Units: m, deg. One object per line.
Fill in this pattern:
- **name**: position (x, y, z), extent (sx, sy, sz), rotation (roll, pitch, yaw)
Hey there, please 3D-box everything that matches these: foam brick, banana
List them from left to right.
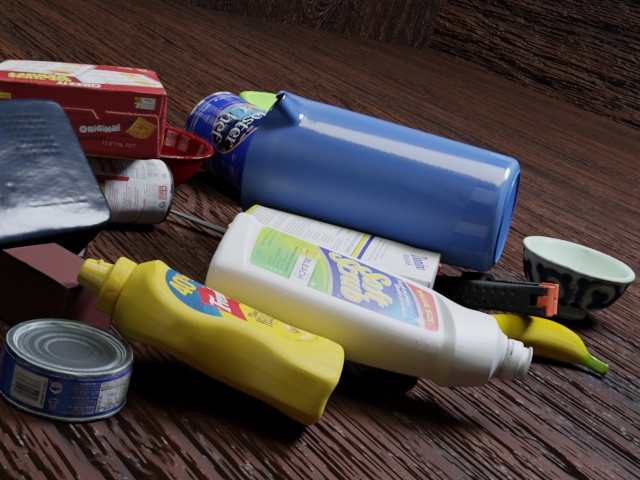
- **foam brick**: position (-0.194, 0.040, 0.784), extent (0.078, 0.053, 0.051), rotation (26, 19, 32)
- **banana**: position (0.172, 0.091, 0.964), extent (0.197, 0.037, 0.070), rotation (5, 16, -30)

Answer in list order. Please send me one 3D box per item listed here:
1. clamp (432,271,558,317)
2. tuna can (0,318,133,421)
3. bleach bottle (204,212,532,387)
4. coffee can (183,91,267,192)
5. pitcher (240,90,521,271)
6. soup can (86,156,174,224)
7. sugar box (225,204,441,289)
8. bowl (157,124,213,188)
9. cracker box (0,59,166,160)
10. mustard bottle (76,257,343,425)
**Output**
- **clamp**: position (0.152, 0.048, 1.010), extent (0.164, 0.036, 0.210), rotation (3, 1, -39)
- **tuna can**: position (-0.167, 0.083, 0.699), extent (0.086, 0.034, 0.086), rotation (14, 16, -4)
- **bleach bottle**: position (0.039, 0.055, 0.829), extent (0.251, 0.068, 0.102), rotation (17, 28, 3)
- **coffee can**: position (-0.085, -0.110, 1.288), extent (0.102, 0.103, 0.140), rotation (-1, 23, -44)
- **pitcher**: position (0.057, -0.044, 1.005), extent (0.243, 0.145, 0.149), rotation (15, 4, 14)
- **soup can**: position (-0.204, -0.050, 1.050), extent (0.102, 0.068, 0.069), rotation (2, 21, -38)
- **sugar box**: position (0.011, 0.018, 0.922), extent (0.176, 0.048, 0.093), rotation (18, 17, 8)
- **bowl**: position (-0.206, -0.096, 1.222), extent (0.162, 0.055, 0.162), rotation (14, 16, -4)
- **cracker box**: position (-0.243, -0.133, 1.062), extent (0.164, 0.072, 0.214), rotation (3, 14, -12)
- **mustard bottle**: position (-0.080, 0.062, 0.743), extent (0.191, 0.058, 0.096), rotation (25, 7, -2)
